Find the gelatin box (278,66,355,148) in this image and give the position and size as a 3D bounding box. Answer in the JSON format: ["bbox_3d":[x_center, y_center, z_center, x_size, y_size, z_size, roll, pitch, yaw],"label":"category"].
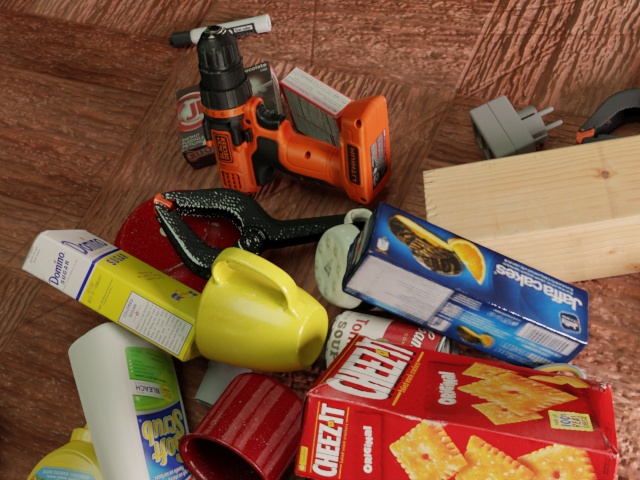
[{"bbox_3d":[0.004,-0.128,1.084,0.089,0.073,0.030,34,70,32],"label":"gelatin box"}]

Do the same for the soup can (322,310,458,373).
[{"bbox_3d":[0.061,0.101,0.926,0.102,0.068,0.068,10,62,23],"label":"soup can"}]

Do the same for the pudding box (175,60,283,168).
[{"bbox_3d":[-0.096,-0.135,1.142,0.113,0.039,0.090,-16,55,7],"label":"pudding box"}]

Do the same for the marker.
[{"bbox_3d":[-0.117,-0.240,1.227,0.121,0.020,0.020,-8,57,13],"label":"marker"}]

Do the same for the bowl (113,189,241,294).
[{"bbox_3d":[-0.146,0.006,1.060,0.162,0.055,0.162,-8,57,12],"label":"bowl"}]

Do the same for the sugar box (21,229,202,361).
[{"bbox_3d":[-0.172,0.046,0.971,0.176,0.093,0.048,30,98,12],"label":"sugar box"}]

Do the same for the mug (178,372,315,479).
[{"bbox_3d":[-0.051,0.174,0.905,0.117,0.093,0.081,40,53,-5],"label":"mug"}]

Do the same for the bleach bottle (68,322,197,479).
[{"bbox_3d":[-0.145,0.196,0.925,0.068,0.102,0.251,-34,59,21],"label":"bleach bottle"}]

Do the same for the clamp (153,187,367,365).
[{"bbox_3d":[-0.057,0.001,1.008,0.210,0.036,0.164,31,66,5],"label":"clamp"}]

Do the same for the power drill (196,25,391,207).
[{"bbox_3d":[-0.029,-0.113,1.021,0.188,0.184,0.057,14,45,26],"label":"power drill"}]

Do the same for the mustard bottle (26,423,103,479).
[{"bbox_3d":[-0.222,0.242,0.933,0.096,0.058,0.191,1,59,25],"label":"mustard bottle"}]

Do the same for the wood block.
[{"bbox_3d":[0.202,-0.020,0.944,0.206,0.090,0.091,-9,56,13],"label":"wood block"}]

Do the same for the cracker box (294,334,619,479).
[{"bbox_3d":[0.106,0.136,0.788,0.214,0.164,0.072,10,102,13],"label":"cracker box"}]
